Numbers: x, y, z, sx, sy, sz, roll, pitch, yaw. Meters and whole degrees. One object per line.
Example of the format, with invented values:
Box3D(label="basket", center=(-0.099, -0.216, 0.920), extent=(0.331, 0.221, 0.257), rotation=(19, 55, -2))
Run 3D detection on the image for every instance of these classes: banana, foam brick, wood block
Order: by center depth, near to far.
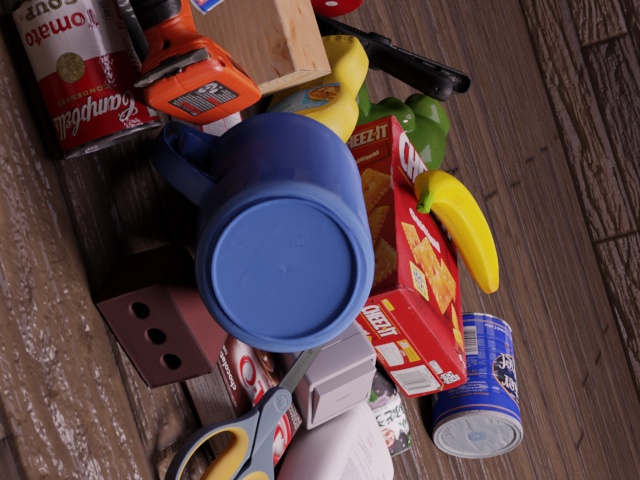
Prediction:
Box3D(label="foam brick", center=(-0.104, 0.050, 0.716), extent=(0.078, 0.053, 0.051), rotation=(62, 24, -25))
Box3D(label="wood block", center=(-0.072, -0.235, 0.948), extent=(0.090, 0.091, 0.206), rotation=(-21, 94, -69))
Box3D(label="banana", center=(0.127, -0.016, 1.010), extent=(0.197, 0.037, 0.069), rotation=(41, 54, -51))

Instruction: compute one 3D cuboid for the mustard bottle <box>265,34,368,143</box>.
Box3D(label="mustard bottle", center=(-0.009, -0.120, 1.010), extent=(0.058, 0.096, 0.191), rotation=(60, 25, -33))

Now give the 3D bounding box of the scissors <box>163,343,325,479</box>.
Box3D(label="scissors", center=(-0.029, 0.136, 0.765), extent=(0.201, 0.016, 0.096), rotation=(-36, 113, -38))

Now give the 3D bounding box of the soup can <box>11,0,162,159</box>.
Box3D(label="soup can", center=(-0.152, -0.112, 0.694), extent=(0.102, 0.069, 0.068), rotation=(71, 22, -5))

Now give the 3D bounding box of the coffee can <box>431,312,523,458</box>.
Box3D(label="coffee can", center=(0.181, 0.170, 1.258), extent=(0.102, 0.103, 0.140), rotation=(52, 30, -43))

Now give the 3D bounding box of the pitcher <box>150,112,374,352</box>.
Box3D(label="pitcher", center=(-0.036, -0.015, 0.741), extent=(0.243, 0.149, 0.145), rotation=(-102, -179, -77))

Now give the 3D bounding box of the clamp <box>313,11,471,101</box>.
Box3D(label="clamp", center=(0.061, -0.197, 1.127), extent=(0.164, 0.210, 0.036), rotation=(-55, 169, -75))

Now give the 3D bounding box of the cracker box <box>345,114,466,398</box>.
Box3D(label="cracker box", center=(0.077, 0.014, 1.004), extent=(0.164, 0.072, 0.213), rotation=(52, 29, -43))

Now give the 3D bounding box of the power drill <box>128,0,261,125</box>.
Box3D(label="power drill", center=(-0.103, -0.173, 0.713), extent=(0.188, 0.057, 0.184), rotation=(67, 13, 7))

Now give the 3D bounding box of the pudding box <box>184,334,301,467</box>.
Box3D(label="pudding box", center=(-0.059, 0.113, 0.799), extent=(0.113, 0.039, 0.090), rotation=(69, 22, -13))

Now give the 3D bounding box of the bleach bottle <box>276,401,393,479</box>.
Box3D(label="bleach bottle", center=(-0.009, 0.224, 0.813), extent=(0.102, 0.068, 0.250), rotation=(67, 25, -17))
